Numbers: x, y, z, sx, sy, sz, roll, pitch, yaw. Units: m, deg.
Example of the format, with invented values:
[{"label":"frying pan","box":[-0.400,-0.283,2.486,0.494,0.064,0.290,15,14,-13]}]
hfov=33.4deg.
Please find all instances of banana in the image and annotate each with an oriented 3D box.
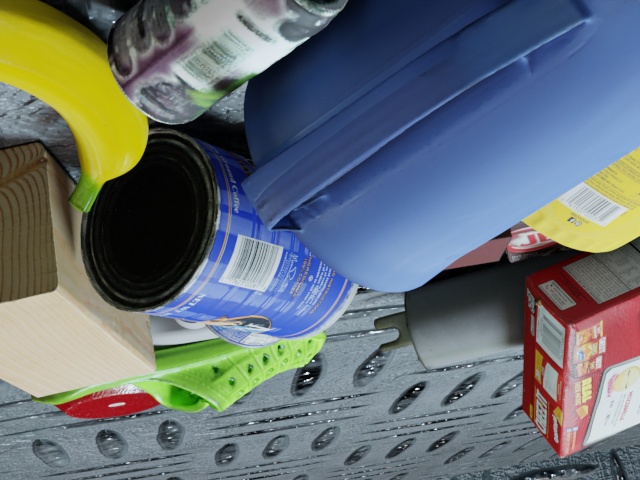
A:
[{"label":"banana","box":[-0.124,-0.067,0.470,0.069,0.037,0.197,-49,154,-5]}]

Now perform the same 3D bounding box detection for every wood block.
[{"label":"wood block","box":[-0.175,0.028,0.662,0.091,0.090,0.206,-12,160,3]}]

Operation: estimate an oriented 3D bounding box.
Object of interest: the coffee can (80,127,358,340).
[{"label":"coffee can","box":[-0.054,0.001,0.628,0.103,0.103,0.140,-22,158,30]}]

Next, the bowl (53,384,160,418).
[{"label":"bowl","box":[-0.192,0.127,0.986,0.162,0.055,0.162,-10,161,-4]}]

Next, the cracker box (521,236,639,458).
[{"label":"cracker box","box":[0.269,0.065,0.866,0.213,0.072,0.164,-22,133,-13]}]

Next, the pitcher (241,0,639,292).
[{"label":"pitcher","box":[0.083,-0.079,0.431,0.144,0.149,0.243,28,139,-30]}]
